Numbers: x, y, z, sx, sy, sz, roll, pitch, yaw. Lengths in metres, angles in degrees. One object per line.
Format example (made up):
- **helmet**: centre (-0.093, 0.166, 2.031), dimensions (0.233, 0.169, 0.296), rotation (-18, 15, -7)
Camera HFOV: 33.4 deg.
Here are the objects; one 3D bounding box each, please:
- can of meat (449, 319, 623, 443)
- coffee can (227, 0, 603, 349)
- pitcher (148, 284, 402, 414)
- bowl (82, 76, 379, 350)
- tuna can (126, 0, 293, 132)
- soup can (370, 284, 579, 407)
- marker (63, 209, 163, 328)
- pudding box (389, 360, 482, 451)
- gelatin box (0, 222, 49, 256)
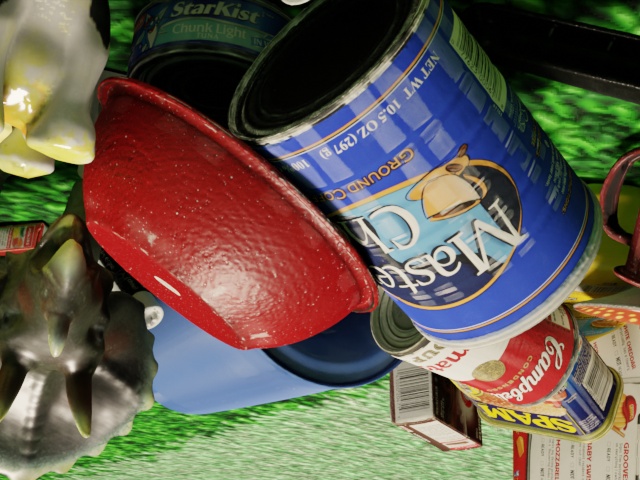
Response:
- **can of meat**: centre (0.134, 0.084, 0.697), dimensions (0.102, 0.057, 0.083), rotation (4, 150, 40)
- **coffee can**: centre (0.043, -0.034, 0.464), dimensions (0.103, 0.102, 0.140), rotation (-16, 129, 41)
- **pitcher**: centre (-0.035, 0.050, 0.715), dimensions (0.149, 0.144, 0.243), rotation (49, 150, -6)
- **bowl**: centre (-0.053, 0.001, 0.484), dimensions (0.162, 0.055, 0.162), rotation (35, 165, 10)
- **tuna can**: centre (-0.050, -0.083, 0.516), dimensions (0.086, 0.033, 0.086), rotation (4, 157, 2)
- **soup can**: centre (0.088, 0.048, 0.607), dimensions (0.102, 0.068, 0.069), rotation (24, 151, -31)
- **marker**: centre (-0.135, 0.012, 0.680), dimensions (0.020, 0.121, 0.020), rotation (-23, 137, -23)
- **pudding box**: centre (0.086, 0.092, 0.795), dimensions (0.039, 0.113, 0.090), rotation (-12, 152, 29)
- **gelatin box**: centre (-0.217, 0.018, 0.793), dimensions (0.073, 0.030, 0.089), rotation (-4, 155, 18)
